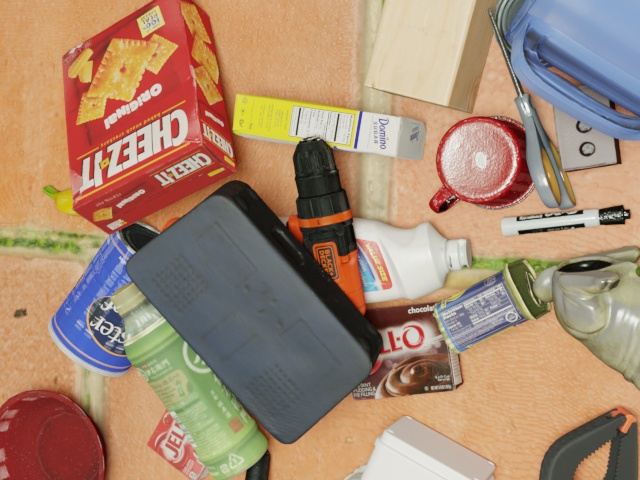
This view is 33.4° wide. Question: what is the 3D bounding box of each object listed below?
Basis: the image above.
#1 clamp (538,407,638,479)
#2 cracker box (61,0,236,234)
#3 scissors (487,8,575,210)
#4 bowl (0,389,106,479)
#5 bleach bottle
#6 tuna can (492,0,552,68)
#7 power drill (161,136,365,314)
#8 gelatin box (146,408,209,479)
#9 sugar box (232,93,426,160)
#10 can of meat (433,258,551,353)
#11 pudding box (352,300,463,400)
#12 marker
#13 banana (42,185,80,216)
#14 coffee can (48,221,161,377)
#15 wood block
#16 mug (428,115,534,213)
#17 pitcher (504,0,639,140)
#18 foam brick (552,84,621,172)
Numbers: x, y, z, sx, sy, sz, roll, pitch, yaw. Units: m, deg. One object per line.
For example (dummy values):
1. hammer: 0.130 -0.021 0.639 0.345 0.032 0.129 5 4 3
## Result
1. clamp: 0.225 0.247 1.001 0.164 0.036 0.210 23 95 -9
2. cracker box: -0.185 -0.137 1.113 0.164 0.072 0.214 -25 56 20
3. scissors: 0.188 -0.113 0.982 0.016 0.096 0.201 -21 104 26
4. bowl: -0.304 0.247 1.223 0.162 0.055 0.162 1 92 21
5. bleach bottle: 0.026 0.015 1.083 0.251 0.068 0.102 -5 95 20
6. tuna can: 0.210 -0.208 1.017 0.086 0.033 0.086 1 92 22
7. power drill: -0.057 0.001 1.040 0.188 0.057 0.184 -9 98 18
8. gelatin box: -0.140 0.209 1.171 0.073 0.030 0.089 35 103 17
9. sugar box: 0.010 -0.113 1.068 0.176 0.093 0.048 8 95 20
10. can of meat: 0.162 0.063 1.010 0.084 0.102 0.057 -29 82 22
11. pudding box: 0.082 0.110 1.076 0.114 0.039 0.090 -9 88 22
12. marker: 0.234 -0.019 1.022 0.121 0.020 0.020 -6 90 22
13. banana: -0.233 -0.081 1.195 0.198 0.037 0.069 -33 81 19
14. coffee can: -0.215 0.062 1.157 0.103 0.102 0.140 41 105 15
15. wood block: 0.119 -0.235 1.022 0.090 0.090 0.206 17 98 21
16. mug: 0.149 -0.068 1.020 0.117 0.081 0.093 -40 78 18
17. pitcher: 0.285 -0.158 0.911 0.243 0.145 0.149 34 111 0
18. foam brick: 0.249 -0.105 0.996 0.053 0.051 0.078 -8 89 21
